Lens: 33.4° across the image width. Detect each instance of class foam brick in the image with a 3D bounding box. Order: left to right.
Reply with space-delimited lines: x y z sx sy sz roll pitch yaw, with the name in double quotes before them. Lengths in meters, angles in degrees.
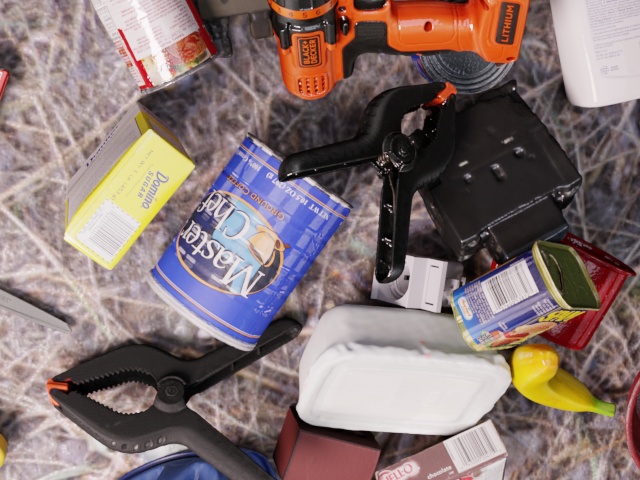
"foam brick" 0.005 0.184 0.924 0.078 0.053 0.051 17 99 -16

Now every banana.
"banana" 0.197 0.116 0.914 0.197 0.070 0.037 32 59 -55

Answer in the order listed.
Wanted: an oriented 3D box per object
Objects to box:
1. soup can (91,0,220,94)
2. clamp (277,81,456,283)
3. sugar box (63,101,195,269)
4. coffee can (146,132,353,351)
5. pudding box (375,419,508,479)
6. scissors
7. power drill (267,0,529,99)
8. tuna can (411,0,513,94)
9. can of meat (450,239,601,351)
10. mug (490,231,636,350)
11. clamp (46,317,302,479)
"soup can" -0.129 -0.170 0.803 0.068 0.068 0.102 -28 107 -4
"clamp" 0.044 -0.066 0.802 0.120 0.039 0.171 41 59 -21
"sugar box" -0.141 -0.045 0.773 0.048 0.176 0.093 40 93 -16
"coffee can" -0.056 0.001 0.841 0.102 0.103 0.140 34 94 -17
"pudding box" 0.106 0.207 0.934 0.113 0.090 0.039 -22 62 -5
"scissors" -0.287 0.010 0.840 0.201 0.016 0.096 12 100 -15
"power drill" 0.055 -0.180 0.772 0.187 0.184 0.057 -4 60 0
"tuna can" 0.116 -0.164 0.874 0.086 0.034 0.086 -3 104 -11
"can of meat" 0.159 0.045 0.832 0.084 0.101 0.057 -30 72 26
"mug" 0.198 0.036 0.911 0.117 0.093 0.081 23 102 -18
"clamp" -0.113 0.122 0.869 0.210 0.164 0.036 10 144 3
